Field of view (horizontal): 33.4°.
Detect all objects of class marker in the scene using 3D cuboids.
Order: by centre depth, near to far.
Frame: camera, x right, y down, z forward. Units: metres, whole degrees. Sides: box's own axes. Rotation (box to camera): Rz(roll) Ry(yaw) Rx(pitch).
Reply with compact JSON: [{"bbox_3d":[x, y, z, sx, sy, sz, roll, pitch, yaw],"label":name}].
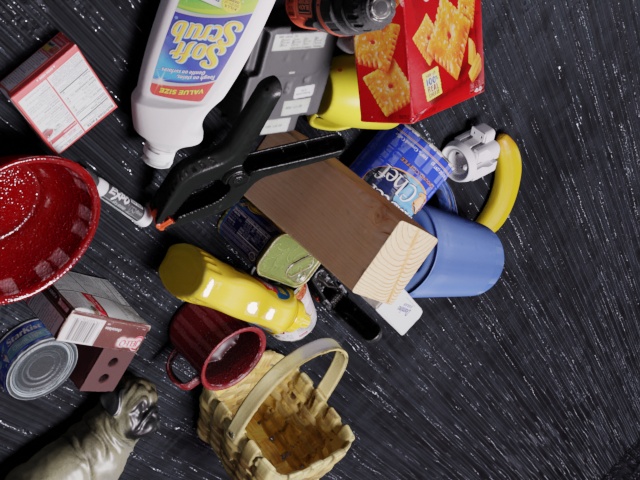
[{"bbox_3d":[-0.208,-0.044,1.065,0.020,0.020,0.121,-49,146,0],"label":"marker"}]

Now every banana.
[{"bbox_3d":[0.259,-0.073,1.553,0.069,0.037,0.198,-19,137,-38],"label":"banana"}]

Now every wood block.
[{"bbox_3d":[0.014,-0.031,1.161,0.091,0.206,0.090,-55,146,8],"label":"wood block"}]

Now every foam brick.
[{"bbox_3d":[-0.239,0.118,1.163,0.052,0.051,0.078,12,114,-53],"label":"foam brick"}]

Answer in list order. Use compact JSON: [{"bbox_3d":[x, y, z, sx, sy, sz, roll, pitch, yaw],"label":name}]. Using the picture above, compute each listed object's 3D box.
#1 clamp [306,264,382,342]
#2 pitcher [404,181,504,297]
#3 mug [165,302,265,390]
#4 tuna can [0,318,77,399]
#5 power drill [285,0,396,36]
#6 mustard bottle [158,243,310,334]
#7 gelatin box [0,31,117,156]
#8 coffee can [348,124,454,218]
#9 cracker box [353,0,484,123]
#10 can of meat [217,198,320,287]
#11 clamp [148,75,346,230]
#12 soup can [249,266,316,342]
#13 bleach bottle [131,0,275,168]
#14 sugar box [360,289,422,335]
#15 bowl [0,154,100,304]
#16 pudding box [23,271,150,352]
[{"bbox_3d":[0.025,0.080,1.345,0.039,0.120,0.171,-37,180,-4],"label":"clamp"},{"bbox_3d":[0.154,0.006,1.447,0.149,0.145,0.242,-48,152,21],"label":"pitcher"},{"bbox_3d":[-0.134,0.125,1.263,0.117,0.082,0.093,-45,147,-6],"label":"mug"},{"bbox_3d":[-0.299,0.125,1.118,0.086,0.034,0.086,-30,142,-26],"label":"tuna can"},{"bbox_3d":[0.019,-0.274,0.934,0.057,0.185,0.188,-1,103,-23],"label":"power drill"},{"bbox_3d":[-0.084,0.064,1.203,0.191,0.096,0.058,26,89,-39],"label":"mustard bottle"},{"bbox_3d":[-0.232,-0.128,0.944,0.073,0.030,0.089,-43,147,-11],"label":"gelatin box"},{"bbox_3d":[0.079,-0.065,1.295,0.140,0.103,0.102,-50,147,1],"label":"coffee can"},{"bbox_3d":[0.100,-0.238,1.074,0.163,0.072,0.214,-27,118,-51],"label":"cracker box"},{"bbox_3d":[-0.058,0.001,1.223,0.057,0.084,0.102,-54,146,8],"label":"can of meat"},{"bbox_3d":[-0.089,-0.080,1.069,0.210,0.036,0.164,-29,152,8],"label":"clamp"},{"bbox_3d":[-0.045,0.073,1.325,0.068,0.069,0.102,-38,146,-16],"label":"soup can"},{"bbox_3d":[-0.107,-0.177,0.983,0.102,0.068,0.251,19,117,-10],"label":"bleach bottle"},{"bbox_3d":[0.043,0.032,1.284,0.048,0.176,0.093,-47,146,-2],"label":"sugar box"},{"bbox_3d":[-0.284,-0.021,0.969,0.161,0.055,0.162,-30,142,-26],"label":"bowl"},{"bbox_3d":[-0.239,0.068,1.078,0.039,0.090,0.113,-56,145,8],"label":"pudding box"}]
